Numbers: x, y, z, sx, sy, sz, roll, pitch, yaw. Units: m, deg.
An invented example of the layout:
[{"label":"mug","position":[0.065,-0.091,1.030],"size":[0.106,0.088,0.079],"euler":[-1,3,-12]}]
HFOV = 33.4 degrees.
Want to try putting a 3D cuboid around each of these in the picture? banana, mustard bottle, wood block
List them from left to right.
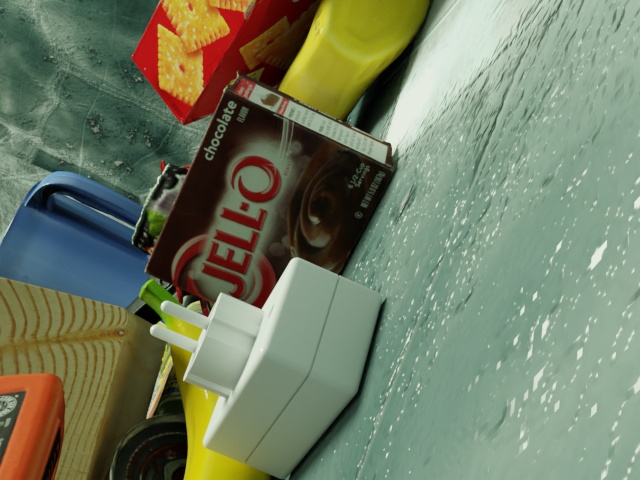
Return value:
[{"label":"wood block","position":[-0.145,0.077,0.584],"size":[0.206,0.091,0.090],"euler":[109,175,-81]},{"label":"banana","position":[-0.052,0.094,0.457],"size":[0.037,0.069,0.198],"euler":[-59,22,26]},{"label":"mustard bottle","position":[0.002,-0.102,0.700],"size":[0.096,0.058,0.192],"euler":[-59,5,-31]}]

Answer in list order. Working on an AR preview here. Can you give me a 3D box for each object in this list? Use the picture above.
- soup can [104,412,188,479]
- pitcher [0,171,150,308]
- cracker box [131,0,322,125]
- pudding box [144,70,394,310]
[{"label":"soup can","position":[-0.080,0.139,0.525],"size":[0.102,0.068,0.068],"euler":[120,171,-46]},{"label":"pitcher","position":[-0.202,0.039,1.076],"size":[0.149,0.242,0.145],"euler":[146,147,-78]},{"label":"cracker box","position":[-0.010,-0.181,0.689],"size":[0.163,0.072,0.214],"euler":[-31,-10,-40]},{"label":"pudding box","position":[-0.026,-0.015,0.538],"size":[0.039,0.090,0.114],"euler":[-79,15,-65]}]
